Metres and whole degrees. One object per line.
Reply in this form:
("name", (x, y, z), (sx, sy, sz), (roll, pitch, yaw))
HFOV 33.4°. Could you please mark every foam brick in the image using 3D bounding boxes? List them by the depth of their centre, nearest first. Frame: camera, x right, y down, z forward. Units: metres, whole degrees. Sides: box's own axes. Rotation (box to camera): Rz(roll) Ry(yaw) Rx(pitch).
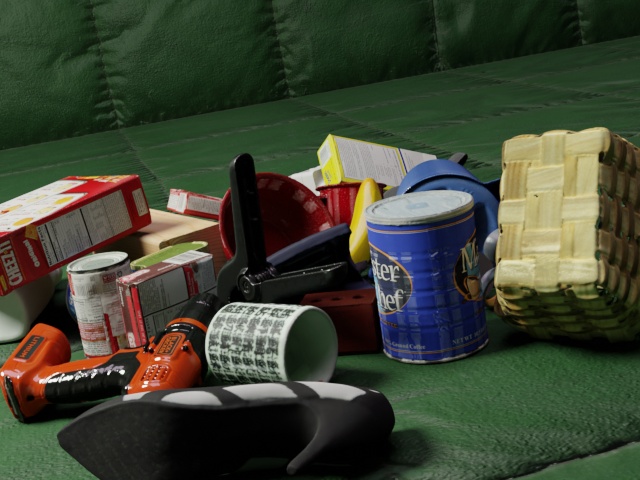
("foam brick", (0.020, 0.080, 1.052), (0.078, 0.051, 0.053), (-6, 14, 12))

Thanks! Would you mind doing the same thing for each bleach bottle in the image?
("bleach bottle", (-0.378, 0.062, 1.348), (0.102, 0.068, 0.250), (-8, 12, 6))

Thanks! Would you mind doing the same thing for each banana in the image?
("banana", (0.032, 0.004, 1.266), (0.037, 0.069, 0.197), (-24, 20, 50))

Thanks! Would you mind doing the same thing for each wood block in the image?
("wood block", (-0.205, 0.021, 1.342), (0.090, 0.091, 0.206), (-19, 18, -32))

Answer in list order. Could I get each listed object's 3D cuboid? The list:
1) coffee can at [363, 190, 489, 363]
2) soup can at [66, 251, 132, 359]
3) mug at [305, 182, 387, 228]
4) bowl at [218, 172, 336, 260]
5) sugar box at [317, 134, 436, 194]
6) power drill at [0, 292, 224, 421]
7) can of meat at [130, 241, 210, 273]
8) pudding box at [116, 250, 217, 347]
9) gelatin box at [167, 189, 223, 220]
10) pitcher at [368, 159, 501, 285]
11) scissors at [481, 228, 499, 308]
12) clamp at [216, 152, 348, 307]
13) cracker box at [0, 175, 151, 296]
("coffee can", (0.101, 0.032, 1.009), (0.103, 0.140, 0.103), (-8, 14, 2))
("soup can", (-0.228, 0.070, 1.139), (0.068, 0.102, 0.068), (-9, 14, 2))
("mug", (0.031, -0.029, 1.363), (0.117, 0.081, 0.093), (0, -4, -33))
("bowl", (-0.058, 0.002, 1.276), (0.161, 0.162, 0.055), (-20, -13, -38))
("sugar box", (0.089, -0.089, 1.493), (0.176, 0.048, 0.093), (11, 46, -26))
("power drill", (-0.193, 0.109, 1.014), (0.188, 0.057, 0.184), (-7, 24, 15))
("can of meat", (-0.162, 0.054, 1.200), (0.058, 0.084, 0.101), (1, 17, 35))
("pudding box", (-0.157, 0.069, 1.128), (0.039, 0.090, 0.113), (7, 20, 42))
("gelatin box", (-0.152, -0.045, 1.385), (0.073, 0.030, 0.089), (11, 2, -22))
("pitcher", (0.137, -0.024, 1.269), (0.149, 0.145, 0.242), (4, 11, 3))
("scissors", (0.224, 0.038, 1.135), (0.016, 0.096, 0.201), (30, 6, 41))
("clamp", (-0.051, 0.042, 1.029), (0.036, 0.210, 0.165), (-19, 50, -38))
("cracker box", (-0.332, -0.010, 1.260), (0.164, 0.072, 0.213), (3, 26, 47))
